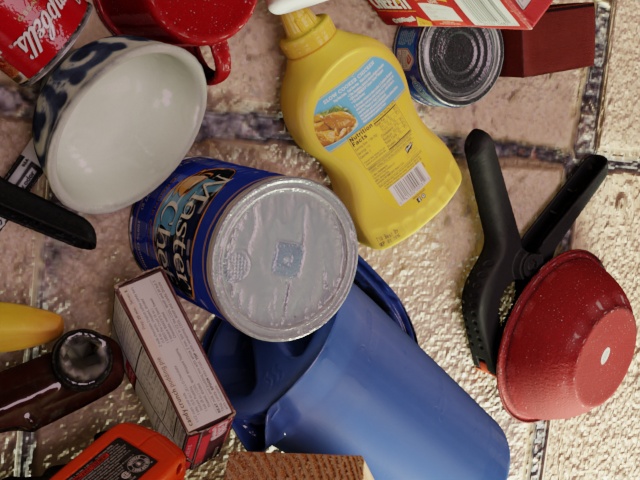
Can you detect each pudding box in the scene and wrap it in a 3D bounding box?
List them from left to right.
[{"bbox_3d":[-0.099,0.087,0.700,0.039,0.090,0.113,-23,70,-23],"label":"pudding box"}]

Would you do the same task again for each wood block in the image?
[{"bbox_3d":[0.000,0.221,0.737,0.206,0.091,0.090,69,23,-59],"label":"wood block"}]

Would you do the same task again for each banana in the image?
[{"bbox_3d":[-0.257,0.071,0.647,0.197,0.070,0.037,-21,136,-36],"label":"banana"}]

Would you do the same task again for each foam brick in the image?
[{"bbox_3d":[0.176,-0.163,0.863,0.078,0.053,0.051,-13,105,-27],"label":"foam brick"}]

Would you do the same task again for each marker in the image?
[{"bbox_3d":[-0.211,-0.013,0.684,0.020,0.020,0.121,39,79,-30],"label":"marker"}]

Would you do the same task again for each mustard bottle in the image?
[{"bbox_3d":[0.025,-0.092,0.784,0.096,0.058,0.191,-40,117,-14],"label":"mustard bottle"}]

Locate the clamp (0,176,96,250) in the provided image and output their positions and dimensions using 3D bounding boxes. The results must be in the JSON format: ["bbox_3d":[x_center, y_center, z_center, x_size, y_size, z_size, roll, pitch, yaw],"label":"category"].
[{"bbox_3d":[-0.217,-0.032,0.648,0.120,0.039,0.171,-32,99,-39],"label":"clamp"}]

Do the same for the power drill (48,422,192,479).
[{"bbox_3d":[-0.127,0.217,0.641,0.184,0.057,0.188,-41,140,-37],"label":"power drill"}]

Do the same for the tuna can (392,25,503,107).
[{"bbox_3d":[0.101,-0.146,0.832,0.086,0.034,0.086,-6,102,-29],"label":"tuna can"}]

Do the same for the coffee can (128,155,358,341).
[{"bbox_3d":[-0.055,0.001,0.707,0.102,0.141,0.103,-6,102,-29],"label":"coffee can"}]

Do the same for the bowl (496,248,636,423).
[{"bbox_3d":[0.222,0.091,0.913,0.161,0.055,0.162,-18,118,-39],"label":"bowl"}]

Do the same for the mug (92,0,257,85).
[{"bbox_3d":[-0.088,-0.156,0.692,0.093,0.082,0.117,-26,111,-24],"label":"mug"}]

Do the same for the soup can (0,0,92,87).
[{"bbox_3d":[-0.197,-0.150,0.639,0.102,0.069,0.068,41,78,-29],"label":"soup can"}]

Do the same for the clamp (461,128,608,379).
[{"bbox_3d":[0.174,0.012,0.903,0.164,0.036,0.210,-2,103,-35],"label":"clamp"}]

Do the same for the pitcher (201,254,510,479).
[{"bbox_3d":[0.037,0.115,0.800,0.149,0.145,0.242,-49,123,0],"label":"pitcher"}]
